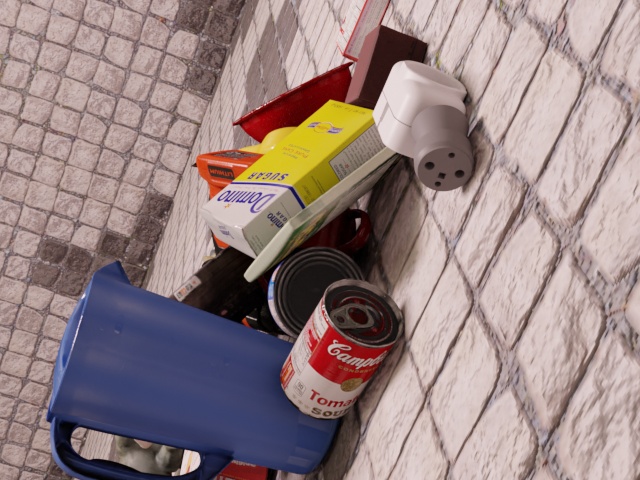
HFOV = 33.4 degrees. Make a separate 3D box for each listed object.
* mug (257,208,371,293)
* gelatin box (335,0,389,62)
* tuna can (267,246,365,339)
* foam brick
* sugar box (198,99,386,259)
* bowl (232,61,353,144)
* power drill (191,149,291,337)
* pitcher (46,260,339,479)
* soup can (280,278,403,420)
[{"bbox_3d":[-0.001,0.002,1.029,0.117,0.093,0.081,-24,36,34],"label":"mug"},{"bbox_3d":[0.051,-0.265,1.286,0.073,0.030,0.089,-106,36,-66],"label":"gelatin box"},{"bbox_3d":[-0.003,0.049,0.952,0.034,0.086,0.086,162,126,-76],"label":"tuna can"},{"bbox_3d":[0.063,-0.161,1.040,0.051,0.053,0.078,167,122,-75],"label":"foam brick"},{"bbox_3d":[-0.023,-0.061,1.009,0.176,0.048,0.093,-39,30,-17],"label":"sugar box"},{"bbox_3d":[-0.021,-0.152,1.267,0.162,0.055,0.162,-27,5,3],"label":"bowl"},{"bbox_3d":[-0.075,0.003,1.136,0.185,0.057,0.188,14,109,44],"label":"power drill"},{"bbox_3d":[-0.109,0.132,0.924,0.145,0.242,0.149,-103,34,-67],"label":"pitcher"},{"bbox_3d":[0.015,0.089,0.858,0.068,0.068,0.102,-86,18,-48],"label":"soup can"}]
